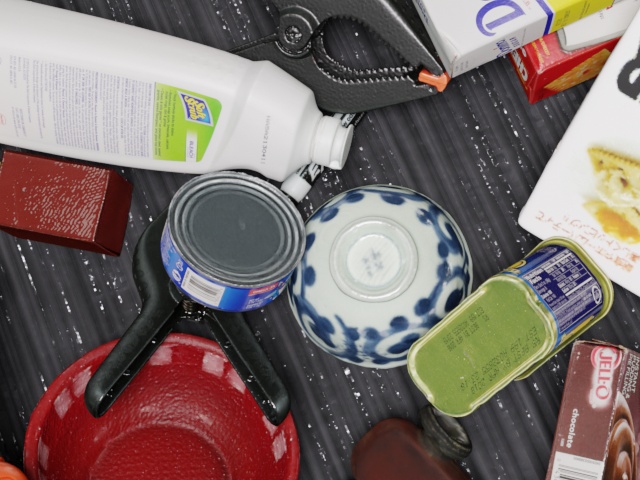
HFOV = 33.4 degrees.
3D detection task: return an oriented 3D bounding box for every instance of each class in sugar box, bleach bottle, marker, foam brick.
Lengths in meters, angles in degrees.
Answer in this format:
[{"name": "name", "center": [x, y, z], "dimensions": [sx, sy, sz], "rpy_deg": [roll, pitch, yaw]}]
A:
[{"name": "sugar box", "center": [0.138, -0.176, 0.629], "dimensions": [0.176, 0.048, 0.093], "rpy_deg": [-25, 80, 1]}, {"name": "bleach bottle", "center": [-0.104, -0.084, 0.689], "dimensions": [0.251, 0.103, 0.068], "rpy_deg": [15, 42, 8]}, {"name": "marker", "center": [-0.002, -0.055, 0.711], "dimensions": [0.020, 0.020, 0.121], "rpy_deg": [35, 85, 12]}, {"name": "foam brick", "center": [-0.171, -0.025, 0.708], "dimensions": [0.078, 0.053, 0.051], "rpy_deg": [11, 80, 8]}]

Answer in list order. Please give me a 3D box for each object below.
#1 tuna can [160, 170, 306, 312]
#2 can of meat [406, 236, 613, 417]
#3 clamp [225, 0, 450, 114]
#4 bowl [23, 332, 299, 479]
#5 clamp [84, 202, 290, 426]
[{"name": "tuna can", "center": [-0.054, 0.001, 0.655], "dimensions": [0.086, 0.034, 0.086], "rpy_deg": [10, 52, -13]}, {"name": "can of meat", "center": [0.109, 0.052, 0.621], "dimensions": [0.057, 0.083, 0.102], "rpy_deg": [52, 125, 12]}, {"name": "clamp", "center": [-0.015, -0.145, 0.675], "dimensions": [0.210, 0.036, 0.165], "rpy_deg": [15, 121, 13]}, {"name": "bowl", "center": [-0.095, 0.137, 0.647], "dimensions": [0.162, 0.055, 0.162], "rpy_deg": [5, 51, -7]}, {"name": "clamp", "center": [-0.089, 0.040, 0.664], "dimensions": [0.120, 0.039, 0.171], "rpy_deg": [0, 55, -18]}]
